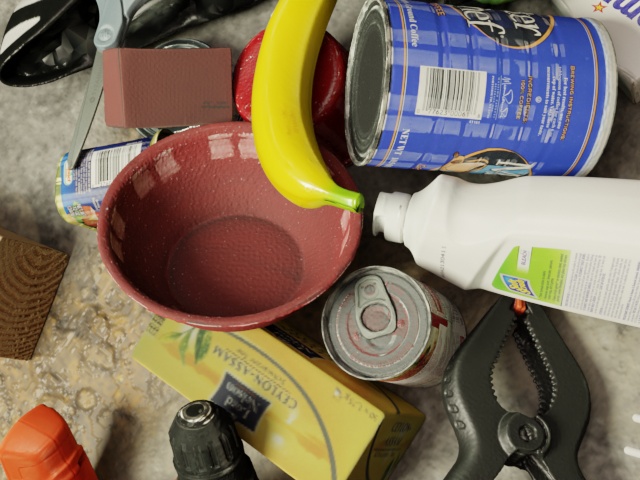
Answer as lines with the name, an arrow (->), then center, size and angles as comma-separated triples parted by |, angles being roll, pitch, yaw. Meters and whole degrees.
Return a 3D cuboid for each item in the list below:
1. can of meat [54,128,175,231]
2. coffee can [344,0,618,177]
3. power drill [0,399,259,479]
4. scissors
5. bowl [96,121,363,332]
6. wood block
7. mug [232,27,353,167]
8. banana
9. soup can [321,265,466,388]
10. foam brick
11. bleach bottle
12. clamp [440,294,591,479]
can of meat -> -0.127, -0.036, 0.761 | 0.084, 0.102, 0.057 | -7, 76, 22
coffee can -> 0.094, -0.091, 0.654 | 0.140, 0.103, 0.103 | 3, 79, -11
power drill -> -0.118, 0.164, 0.695 | 0.188, 0.057, 0.184 | 10, 127, 28
scissors -> -0.159, -0.154, 0.750 | 0.096, 0.016, 0.202 | 26, 85, 26
bowl -> -0.054, 0.001, 0.665 | 0.162, 0.055, 0.162 | -1, 52, 0
wood block -> -0.314, 0.014, 0.829 | 0.206, 0.090, 0.091 | 20, 88, 23
mug -> -0.010, -0.089, 0.736 | 0.093, 0.081, 0.117 | -5, 78, 20
banana -> -0.010, -0.096, 0.664 | 0.070, 0.037, 0.198 | -9, 65, 11
soup can -> 0.050, 0.057, 0.673 | 0.069, 0.102, 0.068 | -4, 78, 20
foam brick -> -0.103, -0.103, 0.715 | 0.051, 0.078, 0.053 | -162, 70, -63
bleach bottle -> 0.155, 0.000, 0.627 | 0.251, 0.102, 0.068 | 11, 51, 14
clamp -> 0.109, 0.125, 0.637 | 0.164, 0.036, 0.210 | 3, 63, -13
